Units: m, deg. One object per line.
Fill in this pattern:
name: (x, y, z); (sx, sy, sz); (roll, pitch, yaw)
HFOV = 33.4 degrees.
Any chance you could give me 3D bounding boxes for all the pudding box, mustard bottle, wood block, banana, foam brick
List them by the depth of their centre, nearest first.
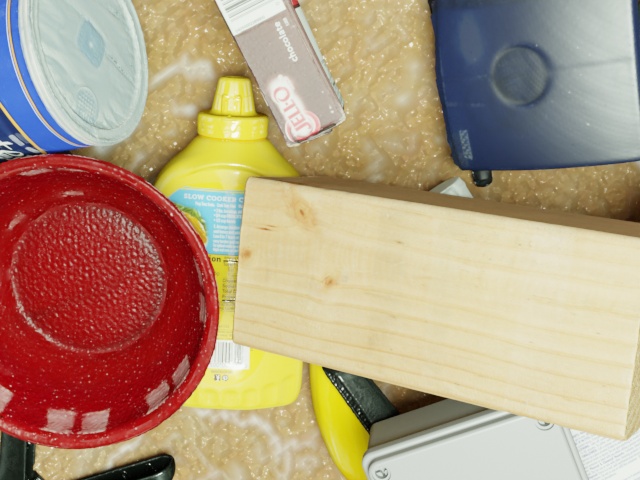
wood block: (0.067, 0.025, 0.535); (0.206, 0.090, 0.090); (10, 99, 29)
pudding box: (-0.025, -0.111, 0.580); (0.039, 0.090, 0.113); (-24, 101, 5)
mustard bottle: (-0.054, 0.001, 0.624); (0.096, 0.058, 0.192); (3, 104, -1)
foam brick: (-0.153, -0.013, 0.627); (0.051, 0.053, 0.078); (-41, 100, 10)
banana: (0.027, 0.064, 0.648); (0.069, 0.037, 0.198); (13, 104, -1)

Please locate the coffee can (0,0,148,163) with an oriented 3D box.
coffee can: (-0.177, -0.091, 0.563); (0.140, 0.102, 0.103); (-7, 104, 23)

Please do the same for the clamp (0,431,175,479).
clamp: (-0.174, 0.168, 0.679); (0.120, 0.039, 0.172); (31, 109, -1)

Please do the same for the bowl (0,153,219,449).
bowl: (-0.132, 0.028, 0.579); (0.162, 0.055, 0.162); (0, 104, 2)
